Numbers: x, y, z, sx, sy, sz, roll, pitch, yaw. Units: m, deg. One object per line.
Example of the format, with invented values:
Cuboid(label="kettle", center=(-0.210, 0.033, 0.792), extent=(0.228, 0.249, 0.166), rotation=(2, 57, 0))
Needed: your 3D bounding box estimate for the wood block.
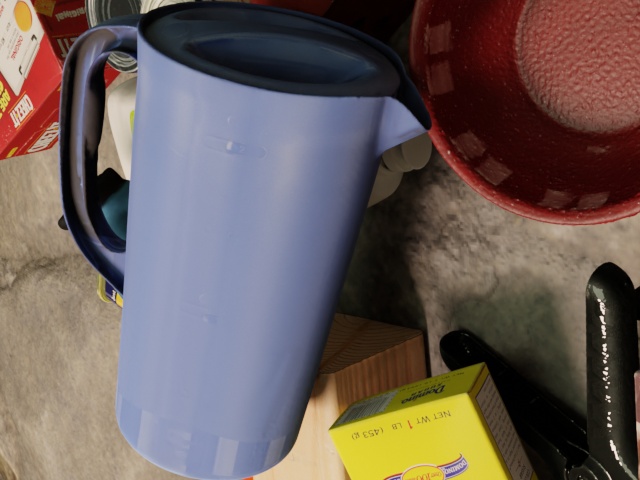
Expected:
Cuboid(label="wood block", center=(0.017, 0.163, 0.706), extent=(0.090, 0.090, 0.206), rotation=(8, 109, 45))

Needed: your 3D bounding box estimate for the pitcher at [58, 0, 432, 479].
Cuboid(label="pitcher", center=(-0.054, 0.001, 0.570), extent=(0.149, 0.144, 0.243), rotation=(44, 130, 45))

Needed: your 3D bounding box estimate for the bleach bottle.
Cuboid(label="bleach bottle", center=(-0.036, -0.067, 0.701), extent=(0.251, 0.067, 0.102), rotation=(2, 111, 44))

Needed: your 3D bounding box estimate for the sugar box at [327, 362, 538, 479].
Cuboid(label="sugar box", center=(0.084, 0.165, 0.609), extent=(0.093, 0.048, 0.176), rotation=(-21, 98, 29))

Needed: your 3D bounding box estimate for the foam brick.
Cuboid(label="foam brick", center=(0.009, -0.142, 0.615), extent=(0.051, 0.078, 0.053), rotation=(59, 137, 16))

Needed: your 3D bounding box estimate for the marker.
Cuboid(label="marker", center=(0.111, -0.076, 0.573), extent=(0.020, 0.020, 0.121), rotation=(0, 103, 47))

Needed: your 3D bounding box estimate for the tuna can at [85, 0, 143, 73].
Cuboid(label="tuna can", center=(-0.132, -0.164, 0.765), extent=(0.086, 0.033, 0.086), rotation=(21, 120, 42))

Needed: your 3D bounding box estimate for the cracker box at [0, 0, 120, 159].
Cuboid(label="cracker box", center=(-0.258, -0.198, 0.885), extent=(0.164, 0.071, 0.214), rotation=(-32, 81, 48))

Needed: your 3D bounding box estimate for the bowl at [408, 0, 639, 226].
Cuboid(label="bowl", center=(0.125, -0.091, 0.512), extent=(0.162, 0.055, 0.162), rotation=(10, 109, 31))

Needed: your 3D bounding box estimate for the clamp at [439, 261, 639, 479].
Cuboid(label="clamp", center=(0.155, 0.115, 0.569), extent=(0.210, 0.036, 0.165), rotation=(59, 152, 11))
